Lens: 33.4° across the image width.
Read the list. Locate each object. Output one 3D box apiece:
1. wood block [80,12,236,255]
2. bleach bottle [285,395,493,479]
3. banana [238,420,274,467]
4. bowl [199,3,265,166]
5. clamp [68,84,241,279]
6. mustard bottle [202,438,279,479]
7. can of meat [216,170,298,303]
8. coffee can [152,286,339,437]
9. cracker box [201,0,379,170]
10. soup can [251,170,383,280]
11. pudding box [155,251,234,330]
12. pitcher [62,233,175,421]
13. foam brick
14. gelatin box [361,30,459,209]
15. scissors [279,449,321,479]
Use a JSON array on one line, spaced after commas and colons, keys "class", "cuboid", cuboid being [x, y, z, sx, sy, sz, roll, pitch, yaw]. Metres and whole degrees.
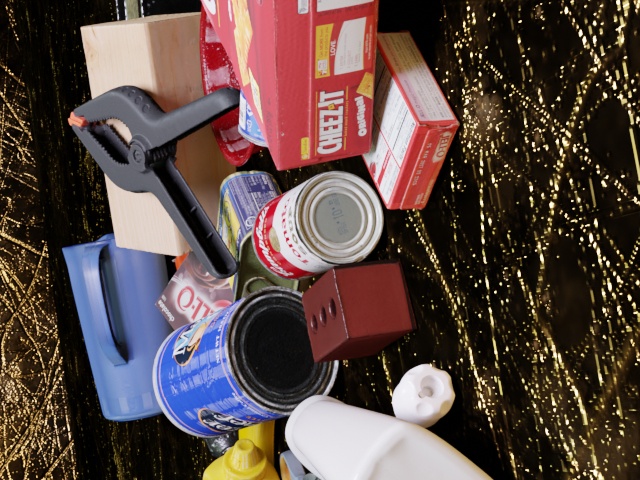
[{"class": "wood block", "cuboid": [-0.142, -0.099, 0.981, 0.091, 0.090, 0.206, 7, 110, 41]}, {"class": "bleach bottle", "cuboid": [0.034, 0.153, 0.719, 0.102, 0.068, 0.251, 41, 170, -8]}, {"class": "banana", "cuboid": [-0.054, 0.173, 1.019, 0.198, 0.037, 0.070, 106, 150, -47]}, {"class": "bowl", "cuboid": [-0.053, -0.143, 0.879, 0.162, 0.055, 0.162, 173, 90, -70]}, {"class": "clamp", "cuboid": [-0.137, -0.065, 0.900, 0.210, 0.036, 0.164, 20, 119, 38]}, {"class": "mustard bottle", "cuboid": [-0.072, 0.260, 1.026, 0.096, 0.058, 0.192, 34, 139, 33]}, {"class": "can of meat", "cuboid": [-0.056, 0.001, 0.938, 0.084, 0.057, 0.102, -116, 27, -44]}, {"class": "coffee can", "cuboid": [-0.065, 0.104, 0.885, 0.141, 0.102, 0.103, -27, 71, 54]}, {"class": "cracker box", "cuboid": [-0.030, -0.175, 0.676, 0.164, 0.072, 0.214, 91, 161, -44]}, {"class": "soup can", "cuboid": [-0.003, -0.009, 0.776, 0.102, 0.068, 0.068, 159, 103, -69]}, {"class": "pudding box", "cuboid": [-0.100, 0.060, 1.018, 0.090, 0.039, 0.114, -55, 46, 11]}, {"class": "pitcher", "cuboid": [-0.257, 0.111, 1.405, 0.145, 0.148, 0.243, -9, 92, 52]}, {"class": "foam brick", "cuboid": [0.025, 0.050, 0.743, 0.078, 0.051, 0.053, 132, 128, -64]}, {"class": "gelatin box", "cuboid": [0.049, -0.075, 0.666, 0.073, 0.030, 0.089, 107, 149, -46]}, {"class": "scissors", "cuboid": [-0.009, 0.226, 0.905, 0.202, 0.016, 0.096, 170, 86, -79]}]
